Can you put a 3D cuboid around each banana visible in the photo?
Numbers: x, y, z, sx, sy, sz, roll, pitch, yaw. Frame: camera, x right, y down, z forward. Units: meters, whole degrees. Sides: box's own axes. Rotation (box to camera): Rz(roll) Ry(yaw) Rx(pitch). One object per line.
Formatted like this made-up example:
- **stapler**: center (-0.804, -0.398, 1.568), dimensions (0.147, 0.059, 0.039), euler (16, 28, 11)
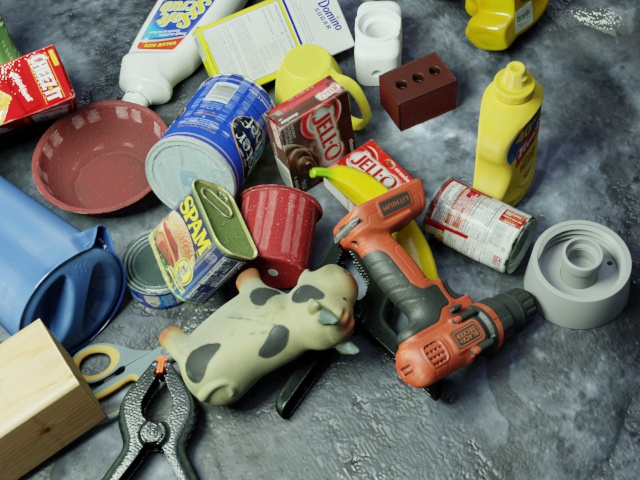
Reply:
- **banana**: center (0.070, -0.011, 1.127), dimensions (0.069, 0.037, 0.198), euler (-39, 86, -31)

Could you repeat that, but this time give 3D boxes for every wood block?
- **wood block**: center (-0.324, 0.182, 1.024), dimensions (0.206, 0.091, 0.090), euler (-34, 59, -10)

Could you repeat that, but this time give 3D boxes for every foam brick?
- **foam brick**: center (0.114, -0.174, 1.247), dimensions (0.078, 0.051, 0.053), euler (-25, 58, -11)

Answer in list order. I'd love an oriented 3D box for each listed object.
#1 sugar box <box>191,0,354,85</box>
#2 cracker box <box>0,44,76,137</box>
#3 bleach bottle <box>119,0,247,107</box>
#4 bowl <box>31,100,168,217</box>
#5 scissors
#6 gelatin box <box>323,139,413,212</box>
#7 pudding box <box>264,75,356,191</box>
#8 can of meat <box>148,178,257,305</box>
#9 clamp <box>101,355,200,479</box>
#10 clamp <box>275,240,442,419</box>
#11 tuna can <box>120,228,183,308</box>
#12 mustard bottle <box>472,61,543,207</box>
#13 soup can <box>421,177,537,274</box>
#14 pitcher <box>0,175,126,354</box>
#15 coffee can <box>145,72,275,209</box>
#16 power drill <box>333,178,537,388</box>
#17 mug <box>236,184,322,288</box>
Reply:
- **sugar box**: center (-0.057, -0.244, 1.292), dimensions (0.176, 0.048, 0.093), euler (-24, 98, -13)
- **cracker box**: center (-0.389, -0.144, 1.218), dimensions (0.213, 0.164, 0.072), euler (-24, 98, -10)
- **bleach bottle**: center (-0.171, -0.254, 1.327), dimensions (0.103, 0.068, 0.250), euler (17, 62, 16)
- **bowl**: center (-0.244, -0.083, 1.223), dimensions (0.162, 0.055, 0.162), euler (-3, 56, 4)
- **scissors**: center (-0.177, 0.110, 1.111), dimensions (0.201, 0.016, 0.096), euler (-41, 64, -19)
- **gelatin box**: center (0.055, -0.063, 1.192), dimensions (0.073, 0.030, 0.089), euler (-33, 60, -15)
- **pudding box**: center (-0.009, -0.116, 1.185), dimensions (0.090, 0.113, 0.039), euler (-32, 56, -15)
- **can of meat**: center (-0.122, 0.003, 1.088), dimensions (0.084, 0.057, 0.102), euler (-44, 53, 25)
- **clamp**: center (-0.170, 0.198, 1.035), dimensions (0.120, 0.039, 0.171), euler (-4, 59, -6)
- **clamp**: center (0.023, 0.086, 1.093), dimensions (0.164, 0.036, 0.210), euler (-13, 55, 3)
- **tuna can**: center (-0.171, 0.030, 1.153), dimensions (0.086, 0.034, 0.086), euler (-3, 56, 4)
- **mustard bottle**: center (0.197, -0.116, 1.115), dimensions (0.058, 0.191, 0.096), euler (27, 63, 22)
- **soup can**: center (0.168, -0.015, 1.126), dimensions (0.102, 0.068, 0.068), euler (28, 63, 21)
- **pitcher**: center (-0.336, 0.018, 1.133), dimensions (0.243, 0.145, 0.149), euler (34, 54, 29)
- **coffee can**: center (-0.117, -0.105, 1.174), dimensions (0.103, 0.103, 0.140), euler (12, 41, 13)
- **power drill**: center (0.113, 0.034, 1.053), dimensions (0.184, 0.057, 0.188), euler (-24, 76, -38)
- **mug**: center (-0.057, 0.001, 1.135), dimensions (0.117, 0.093, 0.081), euler (-14, 55, 35)
